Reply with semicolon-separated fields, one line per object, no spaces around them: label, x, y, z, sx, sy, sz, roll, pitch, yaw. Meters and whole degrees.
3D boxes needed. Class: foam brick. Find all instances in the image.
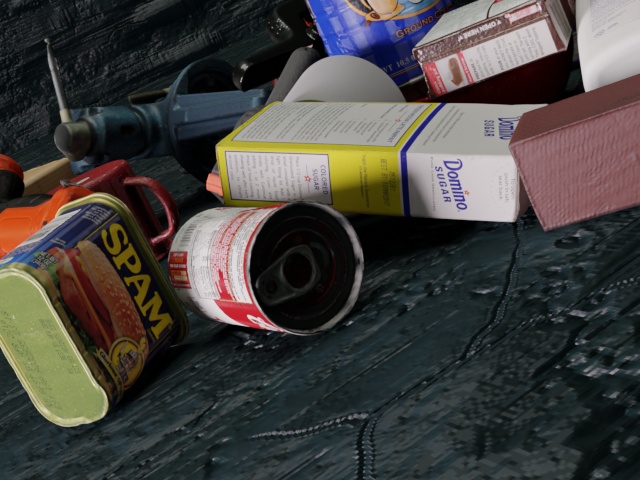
foam brick;0.141;-0.045;0.532;0.078;0.051;0.053;-17;18;28

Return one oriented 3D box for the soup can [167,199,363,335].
soup can;-0.033;0.014;0.576;0.068;0.068;0.102;-33;16;-27

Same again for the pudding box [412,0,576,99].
pudding box;0.115;-0.136;0.691;0.090;0.039;0.113;-19;14;24

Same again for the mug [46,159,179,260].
mug;-0.167;-0.016;0.863;0.117;0.081;0.093;-16;17;31

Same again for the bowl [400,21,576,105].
bowl;0.118;-0.106;0.769;0.162;0.055;0.162;-23;15;6

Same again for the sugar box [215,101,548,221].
sugar box;0.039;-0.049;0.624;0.176;0.048;0.093;6;27;21

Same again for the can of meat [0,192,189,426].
can of meat;-0.130;0.038;0.585;0.058;0.102;0.083;-15;19;32

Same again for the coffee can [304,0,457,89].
coffee can;0.039;-0.186;0.786;0.103;0.140;0.103;-24;14;6

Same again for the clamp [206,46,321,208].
clamp;-0.037;-0.078;0.787;0.039;0.120;0.171;11;18;10

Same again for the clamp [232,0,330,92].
clamp;-0.009;-0.167;0.935;0.164;0.036;0.210;8;34;-21

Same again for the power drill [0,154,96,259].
power drill;-0.236;0.023;0.786;0.188;0.057;0.184;7;76;43
